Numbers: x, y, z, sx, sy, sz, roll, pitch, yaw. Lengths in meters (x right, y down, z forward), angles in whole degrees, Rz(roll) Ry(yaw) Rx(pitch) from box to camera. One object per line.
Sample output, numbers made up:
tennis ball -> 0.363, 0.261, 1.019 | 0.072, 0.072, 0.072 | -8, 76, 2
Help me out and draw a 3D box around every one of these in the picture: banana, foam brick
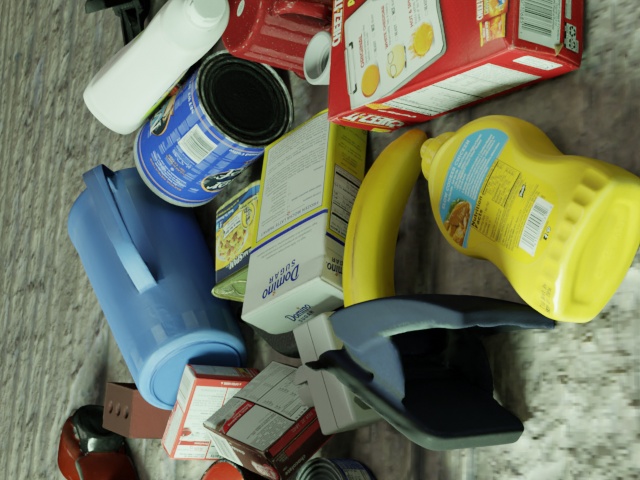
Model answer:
banana -> 0.048, 0.008, 0.792 | 0.037, 0.069, 0.198 | -14, 71, 52
foam brick -> -0.196, 0.183, 1.153 | 0.078, 0.051, 0.053 | -2, 81, 57

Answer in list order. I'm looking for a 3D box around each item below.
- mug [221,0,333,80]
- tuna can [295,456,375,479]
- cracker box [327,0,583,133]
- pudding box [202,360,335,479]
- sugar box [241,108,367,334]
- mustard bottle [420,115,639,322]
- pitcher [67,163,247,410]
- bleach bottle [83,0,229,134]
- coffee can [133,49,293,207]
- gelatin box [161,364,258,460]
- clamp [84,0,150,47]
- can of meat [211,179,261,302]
mug -> -0.031, -0.198, 0.958 | 0.117, 0.081, 0.093 | 10, 91, 58
tuna can -> 0.011, 0.213, 0.834 | 0.086, 0.033, 0.086 | -20, 66, 54
cracker box -> 0.093, -0.180, 0.768 | 0.214, 0.072, 0.164 | -13, 72, 57
pudding box -> -0.034, 0.146, 0.874 | 0.114, 0.090, 0.039 | 8, 132, 57
sugar box -> -0.011, -0.017, 0.863 | 0.094, 0.048, 0.176 | -28, 45, 39
mustard bottle -> 0.122, -0.029, 0.696 | 0.192, 0.058, 0.096 | 41, 118, 53
pitcher -> -0.165, 0.041, 1.058 | 0.145, 0.149, 0.243 | -61, 41, 30
bleach bottle -> -0.146, -0.173, 0.986 | 0.102, 0.068, 0.251 | -52, 14, -21
coffee can -> -0.106, -0.106, 1.033 | 0.141, 0.102, 0.103 | -34, 55, 50
gelatin box -> -0.099, 0.160, 0.986 | 0.030, 0.073, 0.089 | 43, 120, 54
clamp -> -0.237, -0.291, 1.285 | 0.164, 0.036, 0.210 | 67, -162, -59
can of meat -> -0.056, 0.001, 0.973 | 0.102, 0.057, 0.084 | -30, 55, 50
